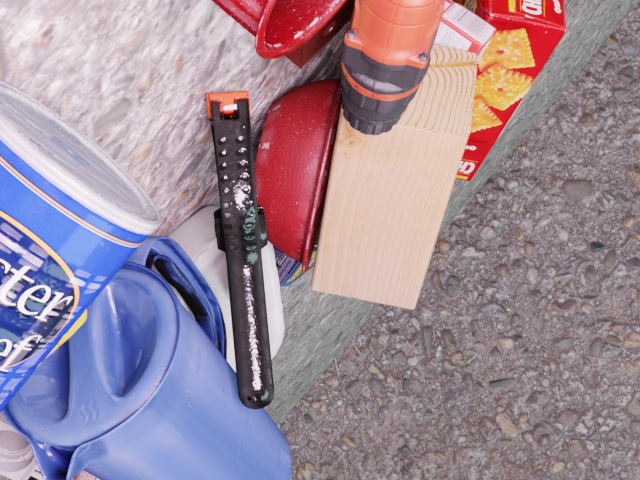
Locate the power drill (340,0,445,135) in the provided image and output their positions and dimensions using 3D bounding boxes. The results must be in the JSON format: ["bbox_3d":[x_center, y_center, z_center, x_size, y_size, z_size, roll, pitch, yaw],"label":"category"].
[{"bbox_3d":[0.060,-0.172,0.648,0.184,0.057,0.187,108,-1,-69],"label":"power drill"}]

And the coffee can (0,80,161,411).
[{"bbox_3d":[-0.155,0.012,0.482,0.140,0.103,0.102,-49,170,6],"label":"coffee can"}]

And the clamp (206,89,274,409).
[{"bbox_3d":[-0.055,0.001,0.746,0.164,0.036,0.210,-104,-170,-57],"label":"clamp"}]

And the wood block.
[{"bbox_3d":[0.052,-0.047,0.823,0.206,0.091,0.090,99,2,-51],"label":"wood block"}]

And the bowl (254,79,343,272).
[{"bbox_3d":[-0.020,-0.059,0.840,0.162,0.055,0.162,16,87,-89],"label":"bowl"}]

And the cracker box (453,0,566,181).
[{"bbox_3d":[0.134,-0.179,0.918,0.214,0.072,0.164,116,-19,-57],"label":"cracker box"}]

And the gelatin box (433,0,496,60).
[{"bbox_3d":[0.077,-0.153,0.806,0.030,0.089,0.073,-49,172,-39],"label":"gelatin box"}]

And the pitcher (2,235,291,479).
[{"bbox_3d":[-0.108,0.120,0.776,0.149,0.145,0.242,-36,142,-3],"label":"pitcher"}]
